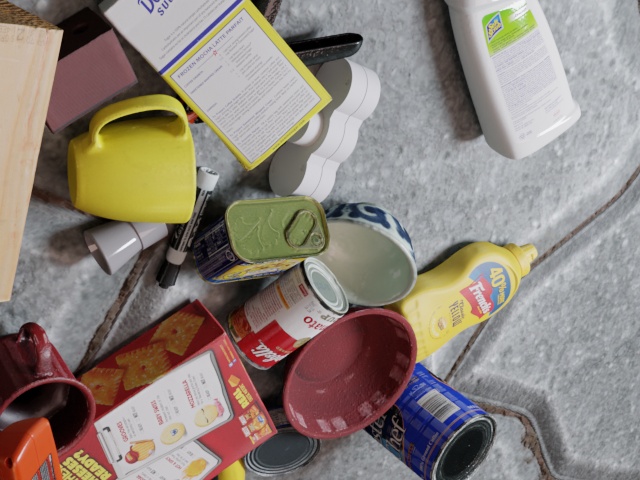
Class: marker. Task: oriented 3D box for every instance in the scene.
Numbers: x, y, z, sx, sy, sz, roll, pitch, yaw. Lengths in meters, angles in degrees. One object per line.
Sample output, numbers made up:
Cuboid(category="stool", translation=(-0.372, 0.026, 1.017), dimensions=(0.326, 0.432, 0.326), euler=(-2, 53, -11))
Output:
Cuboid(category="marker", translation=(-0.122, -0.009, 0.967), dimensions=(0.020, 0.020, 0.121), euler=(8, 114, -40))

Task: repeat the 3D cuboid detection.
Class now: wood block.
Cuboid(category="wood block", translation=(-0.261, -0.065, 0.752), dimensions=(0.090, 0.091, 0.206), euler=(-5, 118, -48))

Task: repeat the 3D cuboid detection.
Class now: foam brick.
Cuboid(category="foam brick", translation=(-0.190, -0.129, 0.809), dimensions=(0.078, 0.053, 0.051), euler=(-35, 135, -13))

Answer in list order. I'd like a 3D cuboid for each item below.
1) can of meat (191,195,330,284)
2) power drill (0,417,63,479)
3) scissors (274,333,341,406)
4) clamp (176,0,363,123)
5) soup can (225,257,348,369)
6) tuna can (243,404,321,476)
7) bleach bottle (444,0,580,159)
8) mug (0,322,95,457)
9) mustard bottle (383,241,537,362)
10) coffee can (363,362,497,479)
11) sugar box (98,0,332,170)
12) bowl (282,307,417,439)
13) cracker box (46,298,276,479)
Cuboid(category="can of meat", translation=(-0.056, 0.001, 0.969), dimensions=(0.101, 0.057, 0.084), euler=(-6, 166, -33))
Cuboid(category="power drill", translation=(-0.303, 0.160, 0.848), dimensions=(0.057, 0.188, 0.184), euler=(-59, 154, -48))
Cuboid(category="scissors", translation=(-0.016, 0.128, 1.144), dimensions=(0.096, 0.016, 0.202), euler=(-27, 132, -19))
Cuboid(category="clamp", translation=(-0.045, -0.156, 0.903), dimensions=(0.171, 0.039, 0.120), euler=(-46, 121, 7))
Cuboid(category="soup can", translation=(-0.032, 0.070, 1.031), dimensions=(0.102, 0.068, 0.068), euler=(-37, 139, 21))
Cuboid(category="tuna can", translation=(-0.044, 0.217, 1.156), dimensions=(0.086, 0.034, 0.086), euler=(-10, 135, -11))
Cuboid(category="bleach bottle", translation=(0.180, -0.200, 1.028), dimensions=(0.102, 0.068, 0.250), euler=(-36, 132, -11))
Cuboid(category="mug", translation=(-0.251, 0.124, 0.919), dimensions=(0.093, 0.082, 0.117), euler=(-8, 124, -32))
Cuboid(category="mustard bottle", translation=(0.164, 0.055, 1.196), dimensions=(0.191, 0.058, 0.096), euler=(-29, 128, -18))
Cuboid(category="coffee can", translation=(0.111, 0.199, 1.190), dimensions=(0.102, 0.140, 0.103), euler=(-26, 134, -31))
Cuboid(category="sugar box", translation=(-0.082, -0.148, 0.845), dimensions=(0.093, 0.048, 0.176), euler=(-42, 115, 1))
Cuboid(category="bowl", translation=(0.020, 0.127, 1.117), dimensions=(0.161, 0.055, 0.162), euler=(-17, 127, -24))
Cuboid(category="cracker box", translation=(-0.166, 0.180, 1.031), dimensions=(0.213, 0.072, 0.164), euler=(-33, 134, -12))
